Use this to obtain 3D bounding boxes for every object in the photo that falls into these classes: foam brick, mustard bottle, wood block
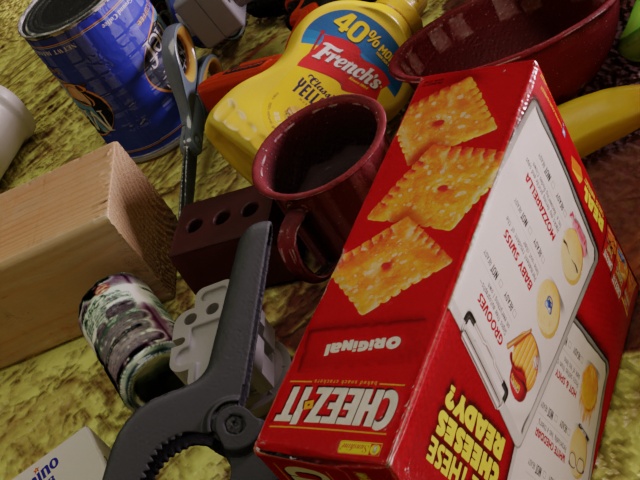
[{"bbox_3d":[-0.055,0.001,0.722,0.078,0.051,0.053,-15,41,23],"label":"foam brick"},{"bbox_3d":[0.013,-0.115,0.768,0.191,0.096,0.058,-48,-1,-19],"label":"mustard bottle"},{"bbox_3d":[-0.217,0.022,0.788,0.206,0.090,0.091,-22,40,14],"label":"wood block"}]

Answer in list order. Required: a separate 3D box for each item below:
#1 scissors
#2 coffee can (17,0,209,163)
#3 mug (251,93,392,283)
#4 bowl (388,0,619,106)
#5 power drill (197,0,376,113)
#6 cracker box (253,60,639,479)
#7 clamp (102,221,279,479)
[{"bbox_3d":[-0.109,-0.095,0.838,0.016,0.096,0.201,-14,39,20],"label":"scissors"},{"bbox_3d":[-0.169,-0.150,0.894,0.103,0.140,0.103,-20,40,17],"label":"coffee can"},{"bbox_3d":[0.010,-0.024,0.677,0.093,0.081,0.117,0,49,36],"label":"mug"},{"bbox_3d":[0.129,-0.121,0.700,0.162,0.055,0.162,-23,23,10],"label":"bowl"},{"bbox_3d":[-0.027,-0.175,0.886,0.185,0.057,0.187,-4,47,41],"label":"power drill"},{"bbox_3d":[0.071,0.051,0.487,0.072,0.164,0.213,-3,47,36],"label":"cracker box"},{"bbox_3d":[-0.032,0.103,0.556,0.165,0.036,0.209,33,67,19],"label":"clamp"}]
